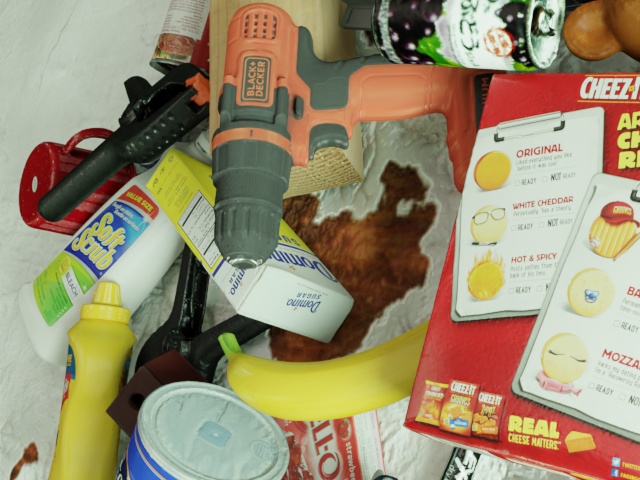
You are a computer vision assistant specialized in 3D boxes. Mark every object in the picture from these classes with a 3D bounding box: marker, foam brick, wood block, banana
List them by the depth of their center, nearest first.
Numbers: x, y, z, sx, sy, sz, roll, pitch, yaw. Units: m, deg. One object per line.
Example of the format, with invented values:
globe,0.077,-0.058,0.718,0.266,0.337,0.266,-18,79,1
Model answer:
marker,0.083,0.139,0.641,0.020,0.020,0.121,21,88,49
banana,0.016,0.080,0.685,0.198,0.037,0.069,-8,68,21
foam brick,-0.110,0.130,0.798,0.078,0.051,0.053,44,111,10
wood block,-0.027,-0.145,0.808,0.090,0.090,0.206,-11,65,18

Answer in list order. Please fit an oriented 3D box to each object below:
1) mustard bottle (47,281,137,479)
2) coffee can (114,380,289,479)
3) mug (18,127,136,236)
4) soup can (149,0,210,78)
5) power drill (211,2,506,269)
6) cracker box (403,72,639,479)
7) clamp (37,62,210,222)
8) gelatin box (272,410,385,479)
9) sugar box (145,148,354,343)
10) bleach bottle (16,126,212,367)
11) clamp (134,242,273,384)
mustard bottle,-0.185,0.129,0.874,0.096,0.058,0.191,141,136,-76
coffee can,-0.093,0.181,0.720,0.103,0.102,0.140,53,127,45
mug,-0.223,-0.054,0.989,0.117,0.081,0.093,-56,42,27
soup can,-0.101,-0.190,0.921,0.069,0.068,0.102,11,83,48
power drill,0.025,-0.066,0.681,0.057,0.187,0.184,98,175,-69
cracker box,0.152,0.021,0.574,0.164,0.072,0.213,7,77,40
clamp,-0.150,-0.087,0.868,0.210,0.036,0.164,-6,48,56
gelatin box,0.005,0.139,0.716,0.073,0.030,0.089,-31,53,34
sugar box,-0.055,0.001,0.794,0.048,0.093,0.176,-57,43,11
bleach bottle,-0.165,-0.004,0.937,0.251,0.068,0.103,-48,46,17
clamp,-0.107,0.075,0.854,0.172,0.039,0.120,-50,46,18
